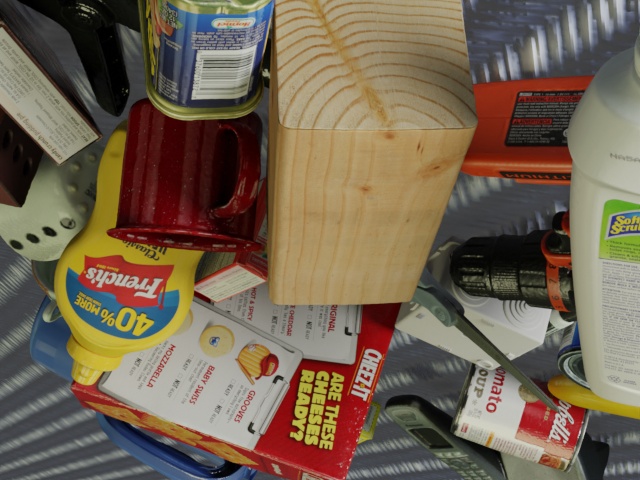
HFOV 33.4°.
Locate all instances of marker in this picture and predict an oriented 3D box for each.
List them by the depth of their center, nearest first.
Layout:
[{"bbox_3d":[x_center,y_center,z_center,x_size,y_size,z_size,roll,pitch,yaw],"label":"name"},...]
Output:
[{"bbox_3d":[0.165,0.061,0.786,0.020,0.020,0.121,25,155,-10],"label":"marker"}]

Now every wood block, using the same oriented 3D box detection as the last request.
[{"bbox_3d":[0.017,-0.045,0.576,0.090,0.091,0.206,-1,155,-4],"label":"wood block"}]

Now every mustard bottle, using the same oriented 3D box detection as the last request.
[{"bbox_3d":[-0.131,0.019,0.741,0.096,0.192,0.058,24,-161,-8],"label":"mustard bottle"}]

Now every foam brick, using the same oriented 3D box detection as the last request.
[{"bbox_3d":[-0.225,-0.063,0.714,0.051,0.053,0.078,13,162,7],"label":"foam brick"}]

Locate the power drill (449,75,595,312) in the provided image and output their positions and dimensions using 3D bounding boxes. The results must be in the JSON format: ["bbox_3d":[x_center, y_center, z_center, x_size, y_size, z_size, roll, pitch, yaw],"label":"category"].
[{"bbox_3d":[0.137,-0.016,0.611,0.185,0.057,0.187,0,151,30],"label":"power drill"}]

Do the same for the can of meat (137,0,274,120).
[{"bbox_3d":[-0.053,-0.120,0.490,0.057,0.102,0.084,-3,155,-13],"label":"can of meat"}]

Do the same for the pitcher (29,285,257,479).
[{"bbox_3d":[-0.142,0.119,0.975,0.243,0.145,0.149,25,178,6],"label":"pitcher"}]

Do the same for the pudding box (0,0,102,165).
[{"bbox_3d":[-0.182,-0.108,0.625,0.090,0.039,0.113,53,180,35],"label":"pudding box"}]

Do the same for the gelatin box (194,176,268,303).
[{"bbox_3d":[-0.055,0.001,0.766,0.030,0.073,0.089,29,153,-20],"label":"gelatin box"}]

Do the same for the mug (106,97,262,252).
[{"bbox_3d":[-0.071,-0.039,0.632,0.093,0.081,0.117,9,172,-32],"label":"mug"}]

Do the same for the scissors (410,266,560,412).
[{"bbox_3d":[0.073,0.047,0.715,0.202,0.016,0.096,50,155,9],"label":"scissors"}]

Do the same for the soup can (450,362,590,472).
[{"bbox_3d":[0.167,0.146,0.898,0.102,0.068,0.068,18,155,8],"label":"soup can"}]

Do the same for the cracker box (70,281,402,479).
[{"bbox_3d":[-0.060,0.083,0.827,0.214,0.164,0.072,18,158,4],"label":"cracker box"}]

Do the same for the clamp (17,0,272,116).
[{"bbox_3d":[-0.113,-0.133,0.584,0.165,0.036,0.209,2,153,31],"label":"clamp"}]
